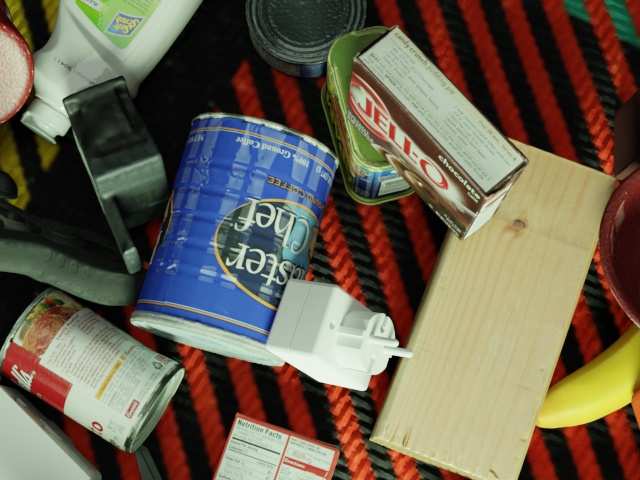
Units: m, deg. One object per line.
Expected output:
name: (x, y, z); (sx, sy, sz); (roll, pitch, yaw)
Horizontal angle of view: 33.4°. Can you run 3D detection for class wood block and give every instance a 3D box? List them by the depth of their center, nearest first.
wood block: (0.111, 0.048, 0.695); (0.091, 0.090, 0.206); (21, 79, 5)

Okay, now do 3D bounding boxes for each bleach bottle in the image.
bleach bottle: (-0.137, -0.184, 0.758); (0.102, 0.068, 0.251); (31, 82, 8)

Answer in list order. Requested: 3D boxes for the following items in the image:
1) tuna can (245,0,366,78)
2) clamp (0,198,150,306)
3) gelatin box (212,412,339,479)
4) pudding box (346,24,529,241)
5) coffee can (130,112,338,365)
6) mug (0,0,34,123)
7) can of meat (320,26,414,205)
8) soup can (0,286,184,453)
tuna can: (-0.010, -0.161, 0.767); (0.086, 0.034, 0.086); (0, 78, 0)
clamp: (-0.186, 0.001, 0.702); (0.171, 0.120, 0.039); (22, 109, -36)
gelatin box: (-0.035, 0.166, 0.695); (0.073, 0.030, 0.089); (19, 69, 2)
pudding box: (0.065, -0.061, 0.629); (0.039, 0.090, 0.113); (-42, 80, -10)
coffee can: (-0.055, 0.001, 0.698); (0.103, 0.103, 0.140); (15, 78, 3)
mug: (-0.242, -0.114, 0.720); (0.093, 0.117, 0.082); (-15, 37, -25)
can of meat: (0.037, -0.084, 0.725); (0.057, 0.084, 0.102); (-14, 79, -3)
soup can: (-0.149, 0.085, 0.698); (0.102, 0.068, 0.068); (31, 80, 5)
